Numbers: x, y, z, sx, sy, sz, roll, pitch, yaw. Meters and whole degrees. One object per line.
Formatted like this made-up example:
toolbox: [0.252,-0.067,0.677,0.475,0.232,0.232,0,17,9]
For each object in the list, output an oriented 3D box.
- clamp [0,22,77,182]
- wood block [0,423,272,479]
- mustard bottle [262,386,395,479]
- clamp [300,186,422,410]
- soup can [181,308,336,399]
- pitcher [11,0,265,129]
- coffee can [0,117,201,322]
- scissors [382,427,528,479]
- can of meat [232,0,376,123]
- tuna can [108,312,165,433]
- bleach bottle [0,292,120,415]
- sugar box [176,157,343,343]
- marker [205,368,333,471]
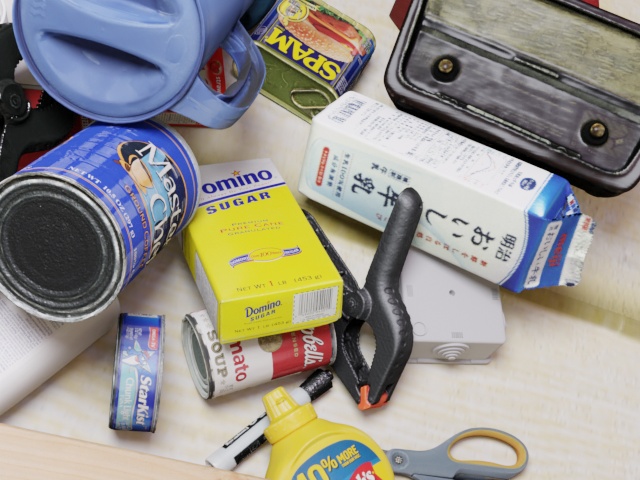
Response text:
clamp: [-0.223,-0.082,0.747,0.209,0.036,0.164,-46,121,-50]
wood block: [-0.145,0.192,0.718,0.206,0.090,0.091,14,63,-8]
mustard bottle: [0.014,0.191,0.768,0.096,0.058,0.192,-28,80,-24]
clamp: [0.040,0.042,0.827,0.039,0.120,0.171,-4,77,-48]
soup can: [-0.048,0.075,0.811,0.102,0.069,0.068,-14,70,-19]
pitcher: [-0.113,-0.180,0.803,0.145,0.149,0.242,0,25,12]
coffee can: [-0.152,-0.020,0.725,0.103,0.103,0.140,30,26,1]
scissors: [0.069,0.188,0.816,0.201,0.016,0.096,-3,66,-15]
can of meat: [-0.012,-0.163,0.939,0.102,0.057,0.083,32,59,1]
tuna can: [-0.132,0.095,0.769,0.033,0.086,0.086,5,64,-11]
bleach bottle: [-0.268,0.091,0.751,0.250,0.068,0.102,-38,77,-24]
sugar box: [-0.055,0.001,0.812,0.093,0.048,0.176,-9,40,-18]
marker: [-0.036,0.137,0.812,0.121,0.020,0.020,-36,78,-26]
